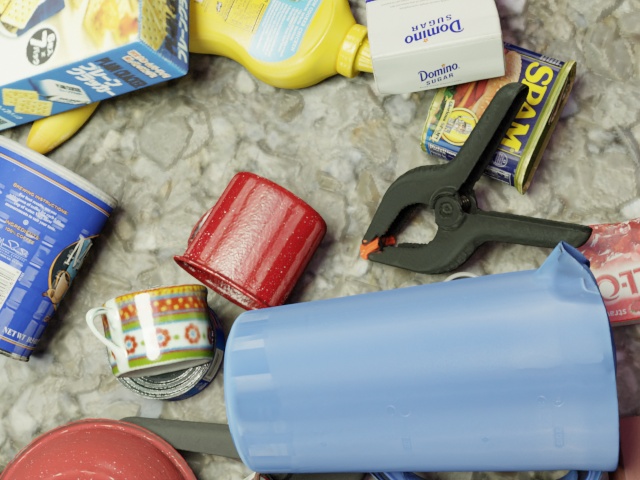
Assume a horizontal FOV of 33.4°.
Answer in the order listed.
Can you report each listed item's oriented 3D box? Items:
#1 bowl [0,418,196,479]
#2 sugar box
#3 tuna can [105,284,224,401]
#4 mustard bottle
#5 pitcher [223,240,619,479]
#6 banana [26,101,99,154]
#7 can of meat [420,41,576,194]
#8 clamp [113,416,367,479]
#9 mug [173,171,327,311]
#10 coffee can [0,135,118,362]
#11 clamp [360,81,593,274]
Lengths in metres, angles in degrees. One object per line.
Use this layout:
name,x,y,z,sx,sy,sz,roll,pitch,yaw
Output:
bowl,-0.160,0.203,0.730,0.162,0.055,0.162,0,80,1
sugar box,0.079,-0.186,0.793,0.093,0.048,0.176,-9,52,9
tuna can,-0.116,0.078,0.807,0.086,0.033,0.086,-2,77,9
mustard bottle,-0.035,-0.173,0.837,0.192,0.058,0.096,24,81,14
pitcher,0.068,0.099,0.694,0.243,0.145,0.149,-6,67,10
banana,-0.191,-0.163,0.876,0.070,0.037,0.198,1,75,30
can of meat,0.131,-0.097,0.793,0.084,0.057,0.102,23,81,17
clamp,-0.032,0.171,0.770,0.210,0.036,0.164,-23,81,4
mug,-0.055,0.001,0.794,0.117,0.093,0.081,18,73,50
coffee can,-0.232,0.006,0.807,0.103,0.102,0.140,26,83,14
clamp,0.098,-0.035,0.757,0.172,0.039,0.120,-17,80,31
